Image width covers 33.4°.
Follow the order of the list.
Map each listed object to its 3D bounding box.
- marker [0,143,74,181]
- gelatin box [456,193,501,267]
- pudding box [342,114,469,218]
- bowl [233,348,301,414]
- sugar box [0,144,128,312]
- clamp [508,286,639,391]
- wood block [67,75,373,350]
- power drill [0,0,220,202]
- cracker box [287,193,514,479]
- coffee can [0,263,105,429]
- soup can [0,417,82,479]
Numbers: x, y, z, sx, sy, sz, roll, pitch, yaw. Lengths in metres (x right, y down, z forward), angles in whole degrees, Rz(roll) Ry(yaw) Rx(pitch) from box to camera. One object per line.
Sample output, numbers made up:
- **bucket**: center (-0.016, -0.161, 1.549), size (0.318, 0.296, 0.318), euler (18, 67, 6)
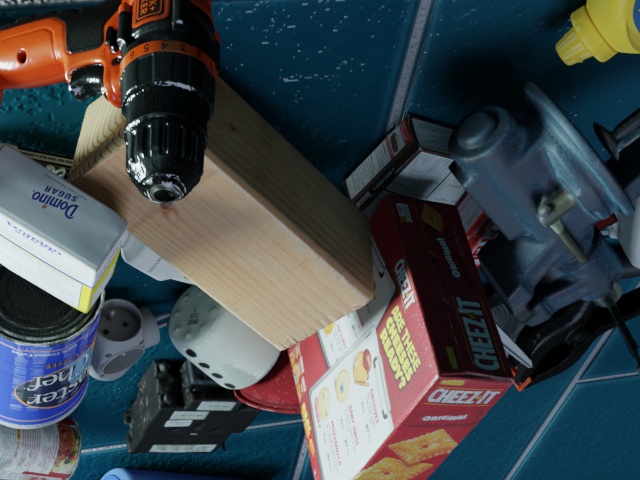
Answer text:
- **marker**: center (-0.201, -0.055, 0.761), size (0.120, 0.020, 0.020), euler (11, 140, -33)
- **gelatin box**: center (0.143, -0.011, 0.880), size (0.073, 0.030, 0.089), euler (0, 144, -27)
- **pudding box**: center (0.089, -0.050, 0.862), size (0.113, 0.039, 0.090), euler (10, 138, -37)
- **bowl**: center (-0.003, 0.111, 1.009), size (0.162, 0.055, 0.162), euler (-3, -169, 0)
- **sugar box**: center (-0.185, -0.003, 0.730), size (0.093, 0.048, 0.176), euler (32, 160, -6)
- **clamp**: center (0.244, 0.077, 1.030), size (0.171, 0.039, 0.120), euler (-40, 130, 8)
- **wood block**: center (-0.061, -0.025, 0.740), size (0.091, 0.090, 0.206), euler (-31, 126, 26)
- **power drill**: center (-0.145, -0.084, 0.607), size (0.188, 0.184, 0.057), euler (-13, 144, 16)
- **cracker box**: center (0.053, 0.096, 0.827), size (0.072, 0.164, 0.214), euler (6, 139, -24)
- **coffee can**: center (-0.234, 0.077, 0.870), size (0.102, 0.103, 0.140), euler (-1, 145, -20)
- **soup can**: center (-0.301, 0.206, 1.070), size (0.102, 0.068, 0.069), euler (16, 136, -38)
